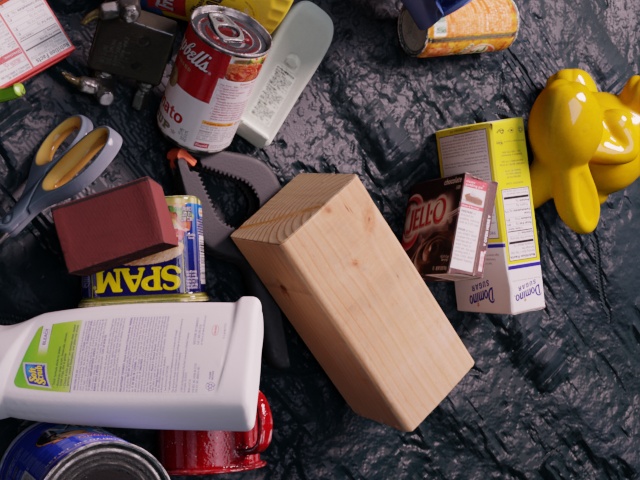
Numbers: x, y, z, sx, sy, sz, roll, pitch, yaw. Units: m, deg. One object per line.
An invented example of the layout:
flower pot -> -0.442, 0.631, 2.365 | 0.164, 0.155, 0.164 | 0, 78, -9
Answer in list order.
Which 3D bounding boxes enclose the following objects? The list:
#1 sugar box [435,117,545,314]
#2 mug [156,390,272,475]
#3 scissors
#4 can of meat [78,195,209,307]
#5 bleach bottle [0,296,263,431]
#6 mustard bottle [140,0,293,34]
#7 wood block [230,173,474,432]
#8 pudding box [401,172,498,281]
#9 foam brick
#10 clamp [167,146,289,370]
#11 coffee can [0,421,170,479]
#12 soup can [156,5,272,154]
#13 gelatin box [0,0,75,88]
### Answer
sugar box -> 0.158, -0.021, 0.996 | 0.048, 0.093, 0.176 | -11, 94, -25
mug -> -0.084, 0.144, 0.866 | 0.093, 0.117, 0.081 | 2, 83, -45
scissors -> -0.238, -0.029, 0.838 | 0.202, 0.096, 0.016 | -37, 130, 8
can of meat -> -0.142, 0.010, 0.855 | 0.102, 0.057, 0.084 | -3, 87, 3
bleach bottle -> -0.173, 0.089, 0.809 | 0.251, 0.068, 0.102 | 3, 59, 3
mustard bottle -> -0.120, -0.220, 0.863 | 0.191, 0.096, 0.058 | 13, 65, -24
wood block -> 0.029, 0.052, 0.902 | 0.090, 0.091, 0.206 | -43, 114, -21
pudding box -> 0.112, -0.009, 0.962 | 0.039, 0.114, 0.090 | 12, 83, -21
foam brick -> -0.153, -0.009, 0.802 | 0.078, 0.053, 0.051 | -18, 84, 4
clamp -> -0.056, 0.001, 0.923 | 0.209, 0.036, 0.164 | 37, 74, -24
coffee can -> -0.179, 0.191, 0.801 | 0.102, 0.141, 0.103 | 1, 88, -26
soup can -> -0.088, -0.129, 0.866 | 0.068, 0.102, 0.068 | 17, 38, -14
gelatin box -> -0.248, -0.168, 0.837 | 0.073, 0.030, 0.089 | -36, 103, -24
